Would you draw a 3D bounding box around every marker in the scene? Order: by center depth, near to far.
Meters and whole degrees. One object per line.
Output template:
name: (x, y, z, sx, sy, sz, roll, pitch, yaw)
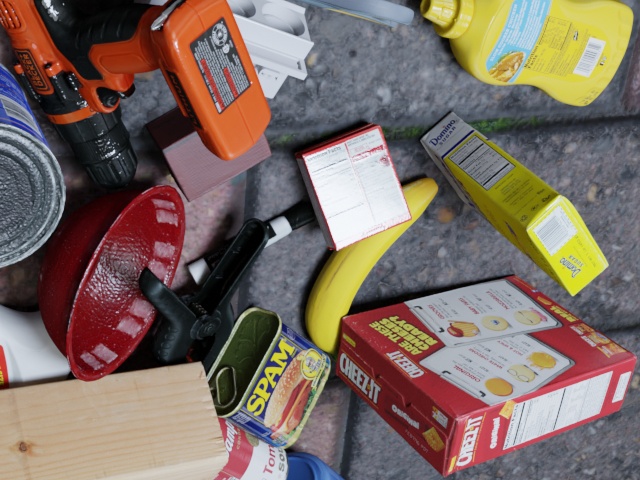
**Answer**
marker: (-0.056, 0.001, 0.908, 0.121, 0.020, 0.020, -29, 126, -8)

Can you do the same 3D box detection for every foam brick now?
foam brick: (-0.086, -0.078, 0.828, 0.078, 0.053, 0.051, -30, 126, -6)

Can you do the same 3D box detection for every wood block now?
wood block: (-0.191, 0.165, 0.846, 0.205, 0.091, 0.090, -5, 151, -27)

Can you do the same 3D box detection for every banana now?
banana: (0.035, 0.024, 0.959, 0.069, 0.037, 0.198, 7, 117, -50)

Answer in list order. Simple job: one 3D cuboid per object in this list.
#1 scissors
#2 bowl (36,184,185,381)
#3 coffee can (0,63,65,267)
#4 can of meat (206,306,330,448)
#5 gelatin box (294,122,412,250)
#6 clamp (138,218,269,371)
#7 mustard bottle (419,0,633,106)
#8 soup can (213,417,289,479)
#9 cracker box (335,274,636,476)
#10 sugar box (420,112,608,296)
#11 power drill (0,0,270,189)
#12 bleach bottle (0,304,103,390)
scissors: (-0.017, -0.184, 0.781, 0.201, 0.096, 0.016, 8, 100, -33)
bowl: (-0.167, 0.024, 0.815, 0.162, 0.055, 0.162, -60, 164, -30)
coffee can: (-0.235, -0.057, 0.712, 0.102, 0.140, 0.103, -12, 122, -20)
can of meat: (-0.047, 0.124, 0.946, 0.083, 0.058, 0.102, 40, 71, -39)
gelatin box: (0.027, -0.045, 0.898, 0.073, 0.030, 0.089, -23, 100, -13)
clamp: (-0.095, 0.054, 0.886, 0.120, 0.039, 0.171, -26, 150, -24)
mustard bottle: (0.166, -0.175, 0.891, 0.191, 0.058, 0.096, 8, 120, -29)
soup can: (-0.086, 0.198, 0.976, 0.068, 0.069, 0.102, -49, 127, 6)
cracker box: (0.146, 0.114, 0.961, 0.213, 0.164, 0.072, -12, 123, -32)
sugar box: (0.157, -0.034, 0.894, 0.048, 0.176, 0.093, -42, 126, -1)
power drill: (-0.126, -0.102, 0.718, 0.057, 0.188, 0.184, -52, 135, -33)
bleach bottle: (-0.290, 0.079, 0.813, 0.250, 0.068, 0.103, 0, 118, -29)
